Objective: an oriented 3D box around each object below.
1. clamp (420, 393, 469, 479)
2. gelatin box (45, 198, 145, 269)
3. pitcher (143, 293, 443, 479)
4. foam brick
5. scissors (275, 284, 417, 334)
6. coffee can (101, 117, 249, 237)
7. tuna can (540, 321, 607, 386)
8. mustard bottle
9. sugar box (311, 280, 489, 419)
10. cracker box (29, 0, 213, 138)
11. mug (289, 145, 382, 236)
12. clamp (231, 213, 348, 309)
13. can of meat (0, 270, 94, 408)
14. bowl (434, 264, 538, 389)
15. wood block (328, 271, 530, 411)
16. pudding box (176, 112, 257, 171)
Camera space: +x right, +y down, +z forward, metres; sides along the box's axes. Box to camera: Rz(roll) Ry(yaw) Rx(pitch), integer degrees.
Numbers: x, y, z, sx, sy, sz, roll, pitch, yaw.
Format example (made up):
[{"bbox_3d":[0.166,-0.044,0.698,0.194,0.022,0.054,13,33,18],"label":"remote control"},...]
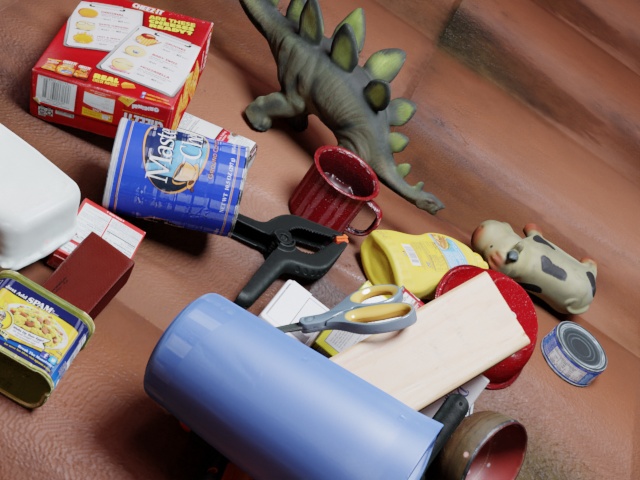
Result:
[{"bbox_3d":[0.089,0.223,1.049,0.039,0.120,0.171,32,38,5],"label":"clamp"},{"bbox_3d":[-0.229,0.008,1.091,0.073,0.030,0.089,30,38,-10],"label":"gelatin box"},{"bbox_3d":[-0.023,0.148,0.920,0.243,0.149,0.145,33,70,13],"label":"pitcher"},{"bbox_3d":[-0.223,0.041,1.014,0.053,0.051,0.078,38,62,1],"label":"foam brick"},{"bbox_3d":[0.000,0.075,1.084,0.202,0.016,0.096,-5,23,15],"label":"scissors"},{"bbox_3d":[-0.156,-0.067,1.149,0.140,0.103,0.103,12,40,-9],"label":"coffee can"},{"bbox_3d":[0.337,0.149,1.414,0.086,0.034,0.086,23,37,-19],"label":"tuna can"},{"bbox_3d":[0.144,0.034,1.358,0.191,0.058,0.096,1,50,-39],"label":"mustard bottle"},{"bbox_3d":[0.087,0.135,1.171,0.176,0.048,0.093,40,76,1],"label":"sugar box"},{"bbox_3d":[-0.231,-0.204,1.268,0.164,0.072,0.213,15,37,-2],"label":"cracker box"},{"bbox_3d":[0.023,-0.051,1.330,0.117,0.082,0.093,37,35,0],"label":"mug"},{"bbox_3d":[-0.058,0.002,1.241,0.209,0.036,0.165,-9,54,-44],"label":"clamp"},{"bbox_3d":[-0.265,0.088,0.946,0.102,0.058,0.083,32,38,-7],"label":"can of meat"},{"bbox_3d":[0.215,0.097,1.306,0.161,0.055,0.162,18,59,-33],"label":"bowl"},{"bbox_3d":[0.097,0.126,1.097,0.205,0.091,0.090,-27,78,-20],"label":"wood block"},{"bbox_3d":[-0.141,-0.104,1.272,0.113,0.039,0.090,22,36,4],"label":"pudding box"}]
